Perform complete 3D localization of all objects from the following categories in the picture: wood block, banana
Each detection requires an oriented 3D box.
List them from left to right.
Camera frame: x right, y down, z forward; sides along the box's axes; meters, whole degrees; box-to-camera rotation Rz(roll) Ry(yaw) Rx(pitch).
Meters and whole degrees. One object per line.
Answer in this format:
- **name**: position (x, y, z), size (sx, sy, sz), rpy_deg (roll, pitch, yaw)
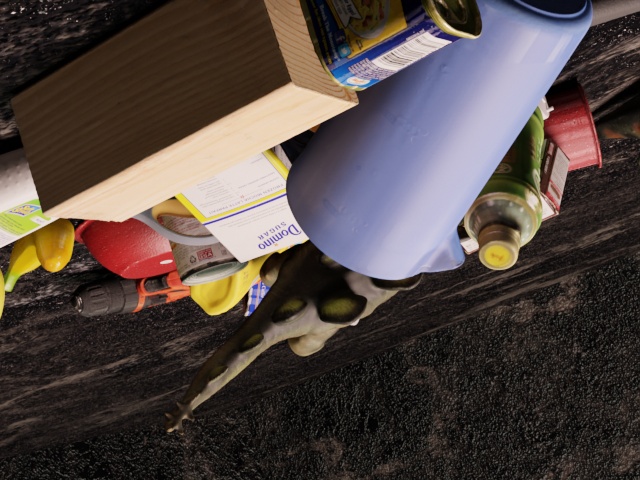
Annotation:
- **banana**: position (-0.251, 0.007, 0.971), size (0.037, 0.069, 0.198), rpy_deg (16, 165, -23)
- **wood block**: position (-0.093, -0.093, 0.707), size (0.206, 0.091, 0.090), rpy_deg (-24, 167, 26)

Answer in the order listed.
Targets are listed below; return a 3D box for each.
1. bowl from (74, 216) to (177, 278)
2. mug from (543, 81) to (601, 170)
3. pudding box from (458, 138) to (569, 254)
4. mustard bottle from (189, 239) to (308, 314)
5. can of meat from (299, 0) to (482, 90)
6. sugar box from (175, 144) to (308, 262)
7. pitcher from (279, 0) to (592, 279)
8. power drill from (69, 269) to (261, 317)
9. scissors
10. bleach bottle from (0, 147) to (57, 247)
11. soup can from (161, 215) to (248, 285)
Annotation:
- **bowl**: position (-0.169, -0.002, 1.102), size (0.162, 0.055, 0.162), rpy_deg (-17, 168, -4)
- **mug**: position (0.244, -0.116, 1.134), size (0.081, 0.093, 0.117), rpy_deg (-15, -155, 10)
- **pudding box**: position (0.190, -0.044, 1.071), size (0.114, 0.039, 0.090), rpy_deg (-29, -154, 39)
- **mustard bottle**: position (-0.058, 0.001, 1.163), size (0.191, 0.058, 0.096), rpy_deg (-41, 171, -43)
- **can of meat**: position (0.035, -0.148, 0.619), size (0.084, 0.102, 0.057), rpy_deg (-23, 167, 34)
- **sugar box**: position (-0.069, -0.055, 0.850), size (0.093, 0.048, 0.176), rpy_deg (-19, 143, 18)
- **pitcher**: position (0.071, -0.100, 0.747), size (0.149, 0.145, 0.243), rpy_deg (8, 137, -25)
- **power drill**: position (-0.174, 0.045, 1.243), size (0.188, 0.057, 0.184), rpy_deg (-13, -179, 45)
- **scissors**: position (-0.174, -0.046, 0.944), size (0.201, 0.096, 0.016), rpy_deg (14, 148, -2)
- **bleach bottle**: position (-0.258, -0.028, 0.840), size (0.251, 0.068, 0.102), rpy_deg (-21, 168, 5)
- **soup can**: position (-0.112, -0.017, 0.998), size (0.068, 0.102, 0.068), rpy_deg (-17, 168, -4)
